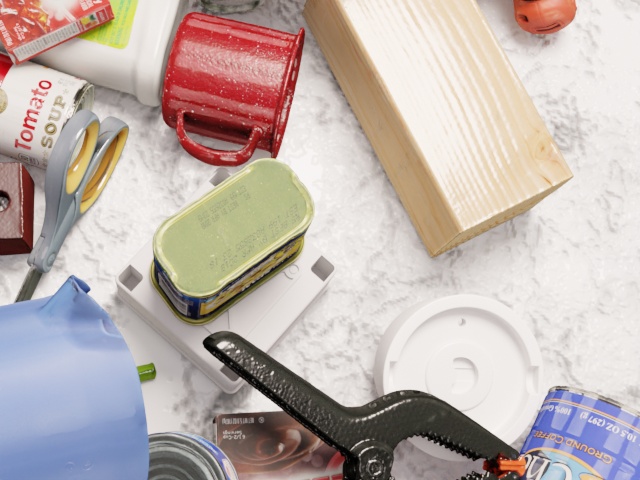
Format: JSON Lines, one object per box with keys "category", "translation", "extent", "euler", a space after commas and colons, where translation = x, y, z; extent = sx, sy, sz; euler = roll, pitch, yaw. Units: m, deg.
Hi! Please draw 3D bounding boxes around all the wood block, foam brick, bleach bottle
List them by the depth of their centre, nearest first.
{"category": "foam brick", "translation": [-0.232, -0.020, 0.708], "extent": [0.078, 0.051, 0.053], "euler": [-2, 78, -8]}
{"category": "bleach bottle", "translation": [-0.223, -0.171, 0.741], "extent": [0.251, 0.068, 0.102], "euler": [13, 75, -2]}
{"category": "wood block", "translation": [0.077, -0.105, 0.749], "extent": [0.090, 0.090, 0.206], "euler": [-26, 82, -12]}

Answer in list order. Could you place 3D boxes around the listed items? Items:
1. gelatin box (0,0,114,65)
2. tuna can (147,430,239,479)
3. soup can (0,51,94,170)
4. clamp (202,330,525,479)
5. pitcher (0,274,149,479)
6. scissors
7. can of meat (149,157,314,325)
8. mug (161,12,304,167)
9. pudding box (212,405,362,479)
{"category": "gelatin box", "translation": [-0.187, -0.170, 0.694], "extent": [0.073, 0.030, 0.089], "euler": [-27, 80, -8]}
{"category": "tuna can", "translation": [-0.094, 0.161, 0.660], "extent": [0.086, 0.033, 0.086], "euler": [-1, 80, 7]}
{"category": "soup can", "translation": [-0.212, -0.091, 0.719], "extent": [0.102, 0.068, 0.068], "euler": [19, 75, -3]}
{"category": "clamp", "translation": [0.022, 0.148, 0.647], "extent": [0.209, 0.036, 0.164], "euler": [9, 78, -14]}
{"category": "pitcher", "translation": [-0.223, 0.117, 0.565], "extent": [0.242, 0.145, 0.149], "euler": [-10, 80, -29]}
{"category": "scissors", "translation": [-0.181, -0.002, 0.693], "extent": [0.016, 0.096, 0.201], "euler": [24, 72, 9]}
{"category": "can of meat", "translation": [-0.054, 0.001, 0.650], "extent": [0.102, 0.084, 0.057], "euler": [-36, 84, -14]}
{"category": "mug", "translation": [-0.063, -0.099, 0.727], "extent": [0.081, 0.093, 0.117], "euler": [13, 59, 0]}
{"category": "pudding box", "translation": [-0.013, 0.157, 0.701], "extent": [0.113, 0.039, 0.090], "euler": [-2, 78, -7]}
